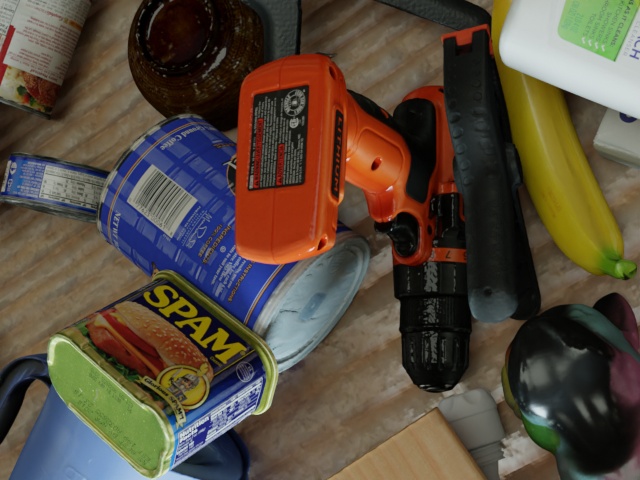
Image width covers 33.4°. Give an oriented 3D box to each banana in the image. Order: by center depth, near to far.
[{"bbox_3d":[0.136,-0.058,0.613,0.037,0.070,0.198,-11,68,-16],"label":"banana"}]

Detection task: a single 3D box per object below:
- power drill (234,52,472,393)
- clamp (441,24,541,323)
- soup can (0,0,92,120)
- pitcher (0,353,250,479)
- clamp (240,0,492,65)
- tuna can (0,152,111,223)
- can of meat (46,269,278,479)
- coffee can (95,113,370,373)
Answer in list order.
[{"bbox_3d":[0.030,-0.012,0.586,0.057,0.187,0.184,-7,77,33],"label":"power drill"},{"bbox_3d":[0.096,-0.031,0.599,0.039,0.120,0.171,-6,76,13],"label":"clamp"},{"bbox_3d":[-0.209,-0.146,0.763,0.069,0.068,0.102,21,91,23],"label":"soup can"},{"bbox_3d":[-0.164,0.200,0.673,0.243,0.144,0.149,-60,30,9],"label":"pitcher"},{"bbox_3d":[0.000,-0.166,0.656,0.164,0.036,0.210,-26,99,8],"label":"clamp"},{"bbox_3d":[-0.172,-0.034,0.724,0.086,0.086,0.034,10,86,23],"label":"tuna can"},{"bbox_3d":[-0.090,0.073,0.596,0.102,0.083,0.057,35,132,24],"label":"can of meat"},{"bbox_3d":[-0.054,0.001,0.662,0.140,0.102,0.103,37,98,22],"label":"coffee can"}]
